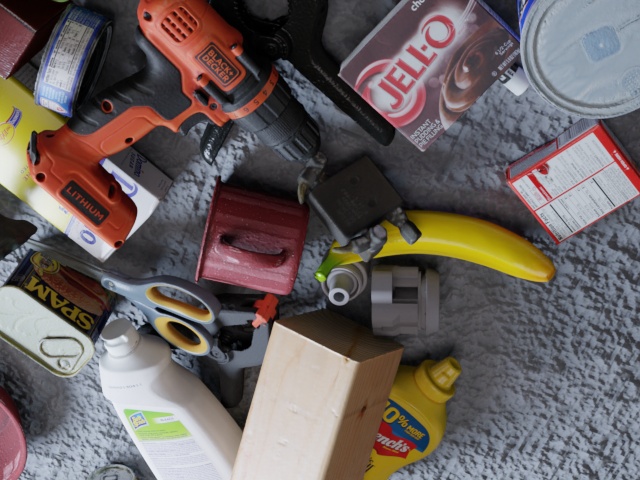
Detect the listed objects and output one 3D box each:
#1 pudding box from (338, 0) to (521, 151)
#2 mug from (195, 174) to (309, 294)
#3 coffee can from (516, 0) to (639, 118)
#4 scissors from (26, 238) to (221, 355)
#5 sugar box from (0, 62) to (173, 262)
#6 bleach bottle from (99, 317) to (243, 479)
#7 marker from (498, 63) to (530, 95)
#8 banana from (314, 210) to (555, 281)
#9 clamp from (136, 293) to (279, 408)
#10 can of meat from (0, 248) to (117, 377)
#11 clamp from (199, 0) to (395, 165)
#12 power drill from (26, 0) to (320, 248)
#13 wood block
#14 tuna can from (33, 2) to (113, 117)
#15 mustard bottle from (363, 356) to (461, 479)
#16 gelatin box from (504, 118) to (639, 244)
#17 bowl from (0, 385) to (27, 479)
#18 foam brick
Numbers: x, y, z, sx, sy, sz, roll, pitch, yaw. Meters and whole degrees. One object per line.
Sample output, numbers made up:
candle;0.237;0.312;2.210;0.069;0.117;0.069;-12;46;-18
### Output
pudding box;0.083;-0.137;0.800;0.090;0.039;0.114;40;109;-14
mug;-0.056;0.001;0.888;0.081;0.117;0.093;13;100;-4
coffee can;0.189;-0.159;0.741;0.103;0.140;0.103;4;120;6
scissors;-0.170;0.051;0.940;0.202;0.016;0.096;11;135;28
sugar box;-0.223;-0.069;0.910;0.176;0.048;0.093;41;119;-12
bleach bottle;-0.129;0.170;0.999;0.103;0.068;0.250;-12;126;18
marker;0.113;-0.155;0.825;0.121;0.020;0.020;35;118;-12
banana;0.094;0.006;0.895;0.198;0.069;0.037;-1;154;3
clamp;-0.083;0.099;0.969;0.120;0.039;0.172;39;141;-23
can of meat;-0.241;0.061;0.965;0.102;0.084;0.058;37;118;-13
clamp;-0.026;-0.153;0.837;0.164;0.036;0.210;0;123;7
power drill;-0.114;-0.081;0.815;0.188;0.057;0.184;-40;121;8
wood block;-0.010;0.176;0.945;0.090;0.090;0.206;24;106;27
tuna can;-0.194;-0.141;0.842;0.033;0.086;0.086;21;120;-6
mustard bottle;0.060;0.171;0.996;0.096;0.058;0.192;41;117;-7
gelatin box;0.207;-0.050;0.865;0.089;0.030;0.073;-34;111;24
bowl;-0.362;0.180;1.068;0.162;0.055;0.162;4;120;7
foam brick;-0.240;-0.173;0.836;0.053;0.078;0.051;37;119;-10
